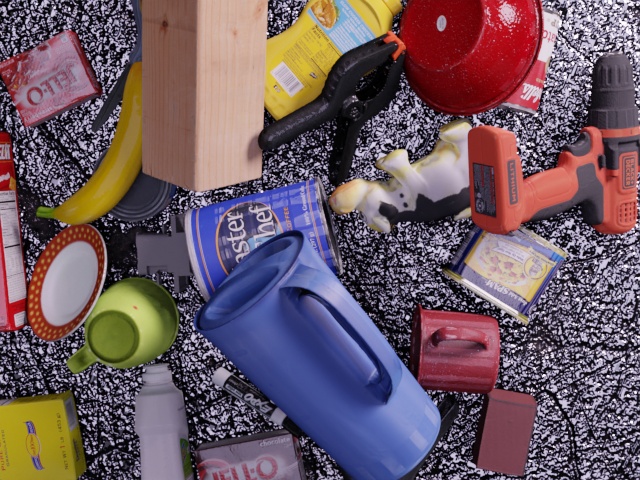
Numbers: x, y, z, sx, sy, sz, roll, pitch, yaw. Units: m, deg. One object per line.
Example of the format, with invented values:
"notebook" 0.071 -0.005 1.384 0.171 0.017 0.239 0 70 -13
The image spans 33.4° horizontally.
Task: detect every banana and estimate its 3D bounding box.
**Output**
"banana" -0.215 -0.086 1.094 0.069 0.037 0.198 36 97 -1

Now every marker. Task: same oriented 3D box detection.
"marker" -0.063 0.173 1.132 0.121 0.020 0.020 30 97 20

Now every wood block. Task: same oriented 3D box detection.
"wood block" -0.115 -0.163 1.049 0.091 0.090 0.206 21 116 39

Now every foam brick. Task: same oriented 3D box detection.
"foam brick" 0.193 0.200 1.117 0.051 0.053 0.078 10 96 3

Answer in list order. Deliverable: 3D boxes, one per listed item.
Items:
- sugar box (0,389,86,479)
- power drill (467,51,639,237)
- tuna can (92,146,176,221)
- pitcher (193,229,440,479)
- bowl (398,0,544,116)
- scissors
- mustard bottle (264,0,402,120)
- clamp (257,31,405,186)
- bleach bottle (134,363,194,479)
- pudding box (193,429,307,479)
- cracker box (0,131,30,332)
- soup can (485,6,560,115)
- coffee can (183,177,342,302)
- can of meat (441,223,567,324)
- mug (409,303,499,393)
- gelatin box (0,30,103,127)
"sugar box" -0.352 0.222 1.165 0.176 0.048 0.093 -9 95 4
"power drill" 0.235 -0.086 1.044 0.187 0.057 0.184 -10 102 -24
"tuna can" -0.196 -0.064 1.132 0.086 0.033 0.086 0 95 4
"pitcher" 0.010 0.117 1.004 0.145 0.149 0.242 -37 108 12
"bowl" 0.133 -0.205 1.043 0.162 0.055 0.162 -4 83 37
"scissors" -0.194 -0.204 1.100 0.202 0.096 0.016 -44 53 5
"mustard bottle" 0.014 -0.203 1.090 0.192 0.058 0.096 -40 93 7
"clamp" 0.029 -0.130 1.074 0.171 0.120 0.039 -42 52 12
"bleach bottle" -0.162 0.257 1.136 0.068 0.102 0.251 -5 89 -2
"pudding box" -0.072 0.256 1.149 0.113 0.039 0.090 -12 93 5
"cracker box" -0.408 -0.003 1.135 0.164 0.072 0.214 -5 94 4
"soup can" 0.196 -0.183 1.073 0.068 0.068 0.102 14 96 3
"coffee can" -0.057 0.001 1.092 0.140 0.103 0.103 -14 94 5
"can of meat" 0.190 0.024 1.099 0.102 0.057 0.084 32 94 0
"mug" 0.137 0.110 1.085 0.081 0.117 0.093 4 67 -1
"gelatin box" -0.286 -0.171 1.130 0.089 0.030 0.073 -24 93 6
